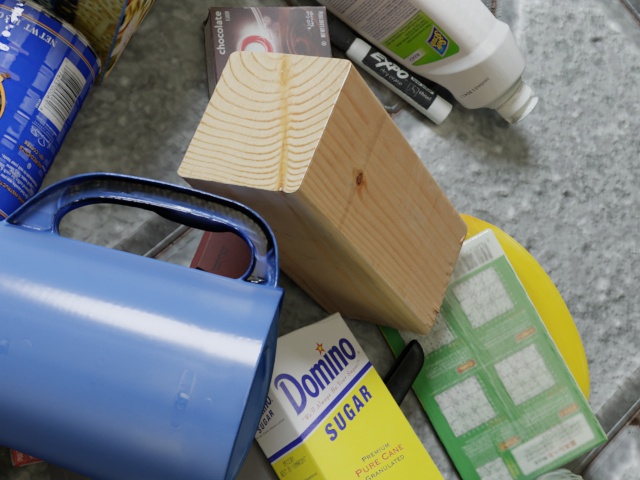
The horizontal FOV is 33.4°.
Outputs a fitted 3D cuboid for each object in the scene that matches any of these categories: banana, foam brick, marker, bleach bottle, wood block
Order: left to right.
[{"bbox_3d":[-0.055,0.001,0.749,0.053,0.051,0.078,26,71,-10],"label":"foam brick"},{"bbox_3d":[0.011,-0.025,0.694,0.206,0.090,0.090,46,60,-52],"label":"wood block"},{"bbox_3d":[0.049,-0.132,0.829,0.121,0.020,0.020,35,70,-7],"label":"marker"},{"bbox_3d":[0.062,-0.178,0.812,0.250,0.103,0.068,41,63,-12],"label":"bleach bottle"},{"bbox_3d":[0.159,0.066,0.810,0.069,0.037,0.198,-16,83,-21],"label":"banana"}]

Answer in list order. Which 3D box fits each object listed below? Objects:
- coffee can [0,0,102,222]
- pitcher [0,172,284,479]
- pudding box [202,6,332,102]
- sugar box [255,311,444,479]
[{"bbox_3d":[-0.217,-0.076,0.688,0.102,0.103,0.140,26,71,-11],"label":"coffee can"},{"bbox_3d":[-0.144,0.048,0.590,0.243,0.145,0.149,17,38,1],"label":"pitcher"},{"bbox_3d":[-0.037,-0.114,0.787,0.090,0.039,0.113,-4,79,-18],"label":"pudding box"},{"bbox_3d":[0.020,0.139,0.683,0.093,0.048,0.176,-21,76,-48],"label":"sugar box"}]
